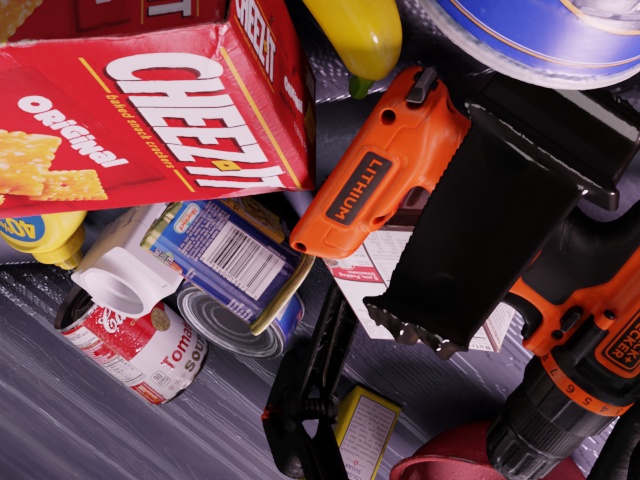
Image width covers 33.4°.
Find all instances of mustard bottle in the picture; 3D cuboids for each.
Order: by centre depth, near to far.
[{"bbox_3d":[-0.205,-0.047,0.706,0.096,0.058,0.191,18,148,32],"label":"mustard bottle"}]

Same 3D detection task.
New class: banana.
[{"bbox_3d":[-0.020,-0.132,0.461,0.070,0.037,0.197,-12,131,44],"label":"banana"}]

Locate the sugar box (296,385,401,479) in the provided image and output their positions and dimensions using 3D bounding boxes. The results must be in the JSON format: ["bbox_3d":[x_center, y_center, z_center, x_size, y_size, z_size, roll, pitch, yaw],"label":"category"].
[{"bbox_3d":[-0.001,0.203,0.793,0.048,0.176,0.093,30,149,-2],"label":"sugar box"}]

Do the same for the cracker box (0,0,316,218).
[{"bbox_3d":[-0.120,-0.068,0.473,0.214,0.072,0.164,-4,161,11],"label":"cracker box"}]

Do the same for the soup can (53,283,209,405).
[{"bbox_3d":[-0.144,0.072,0.820,0.102,0.068,0.069,44,145,-24],"label":"soup can"}]

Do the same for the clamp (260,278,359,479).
[{"bbox_3d":[-0.005,0.108,0.743,0.036,0.164,0.210,7,174,-14],"label":"clamp"}]

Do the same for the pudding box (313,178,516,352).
[{"bbox_3d":[0.053,0.015,0.615,0.090,0.039,0.113,3,142,33],"label":"pudding box"}]

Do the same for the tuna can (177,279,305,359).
[{"bbox_3d":[-0.056,0.046,0.747,0.086,0.033,0.086,20,147,13],"label":"tuna can"}]

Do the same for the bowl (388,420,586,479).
[{"bbox_3d":[0.133,0.177,0.767,0.162,0.055,0.162,20,147,13],"label":"bowl"}]

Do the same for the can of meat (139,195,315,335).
[{"bbox_3d":[-0.054,0.001,0.627,0.084,0.057,0.102,37,-173,-9],"label":"can of meat"}]

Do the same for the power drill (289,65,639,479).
[{"bbox_3d":[0.083,0.018,0.521,0.187,0.057,0.185,32,119,-2],"label":"power drill"}]
